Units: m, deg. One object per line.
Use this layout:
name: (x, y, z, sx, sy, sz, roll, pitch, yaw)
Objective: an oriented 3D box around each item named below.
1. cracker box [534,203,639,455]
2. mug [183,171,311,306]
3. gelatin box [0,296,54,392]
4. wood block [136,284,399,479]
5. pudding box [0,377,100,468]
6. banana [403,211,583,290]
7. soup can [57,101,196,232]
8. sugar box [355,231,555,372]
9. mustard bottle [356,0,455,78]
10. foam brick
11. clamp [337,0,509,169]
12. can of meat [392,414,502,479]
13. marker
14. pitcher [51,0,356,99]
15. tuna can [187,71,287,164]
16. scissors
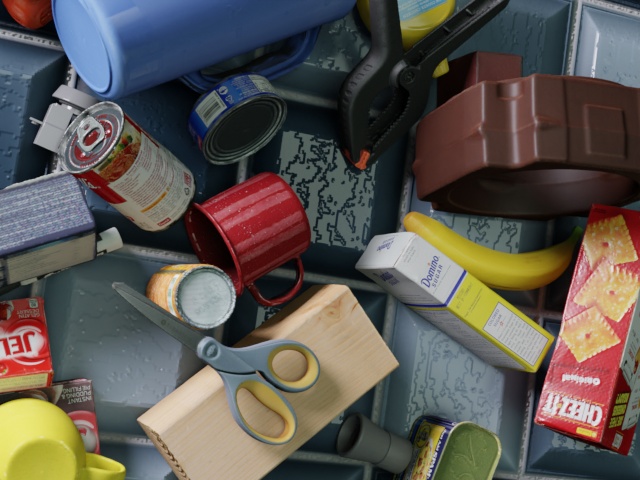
cracker box: (0.279, 0.090, 1.031, 0.164, 0.072, 0.213, 32, 74, -61)
mug: (-0.056, 0.001, 0.942, 0.081, 0.093, 0.117, -29, 88, -23)
gelatin box: (-0.268, 0.087, 0.877, 0.089, 0.030, 0.073, -5, 57, -20)
wood block: (-0.047, 0.134, 0.943, 0.206, 0.090, 0.091, -37, 101, -18)
pudding box: (-0.244, 0.168, 0.896, 0.113, 0.039, 0.090, -7, 91, -20)
banana: (0.171, 0.014, 1.057, 0.197, 0.037, 0.069, 5, 72, -21)
soup can: (-0.159, -0.059, 0.892, 0.102, 0.069, 0.068, 43, 73, -46)
sugar box: (0.126, 0.057, 1.006, 0.176, 0.093, 0.048, 39, 76, -15)
mustard bottle: (0.075, -0.245, 1.015, 0.096, 0.058, 0.191, -29, 98, -22)
foam brick: (0.154, -0.149, 1.031, 0.052, 0.078, 0.051, 1, 88, -22)
clamp: (0.081, -0.161, 0.975, 0.164, 0.036, 0.210, -1, 125, -33)
can of meat: (0.114, 0.217, 1.002, 0.057, 0.084, 0.102, 26, 80, -18)
marker: (-0.229, 0.019, 0.917, 0.121, 0.020, 0.020, -23, 96, -19)
pitcher: (-0.094, -0.201, 0.901, 0.242, 0.145, 0.149, -29, 93, -27)
tuna can: (-0.074, -0.108, 0.941, 0.086, 0.086, 0.034, -27, 67, -19)
scissors: (-0.072, 0.081, 0.865, 0.096, 0.016, 0.201, -43, 111, -20)
